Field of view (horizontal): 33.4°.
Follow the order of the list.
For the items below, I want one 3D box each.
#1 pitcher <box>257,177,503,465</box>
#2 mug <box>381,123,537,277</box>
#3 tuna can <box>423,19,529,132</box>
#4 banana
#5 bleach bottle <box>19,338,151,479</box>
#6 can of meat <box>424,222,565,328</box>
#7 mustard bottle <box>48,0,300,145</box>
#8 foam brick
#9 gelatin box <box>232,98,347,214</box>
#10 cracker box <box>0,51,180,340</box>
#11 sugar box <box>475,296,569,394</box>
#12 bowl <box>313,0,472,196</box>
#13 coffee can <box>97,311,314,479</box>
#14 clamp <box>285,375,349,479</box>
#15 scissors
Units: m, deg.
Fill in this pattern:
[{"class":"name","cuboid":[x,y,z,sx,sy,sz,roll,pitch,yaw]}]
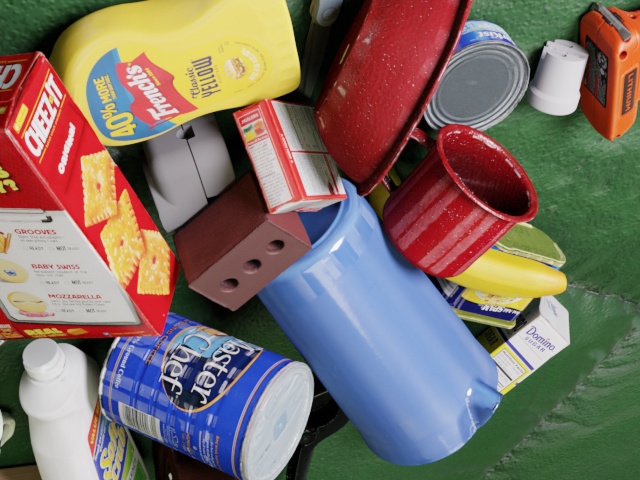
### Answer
[{"class":"pitcher","cuboid":[0.030,0.064,0.871,0.149,0.145,0.242,-29,125,12]},{"class":"mug","cuboid":[0.091,-0.034,0.793,0.117,0.093,0.082,40,126,-2]},{"class":"tuna can","cuboid":[0.110,-0.121,0.796,0.086,0.034,0.086,-13,138,-12]},{"class":"banana","cuboid":[0.109,0.002,0.875,0.197,0.037,0.070,34,136,-15]},{"class":"bleach bottle","cuboid":[-0.206,0.177,0.910,0.068,0.102,0.251,5,139,12]},{"class":"can of meat","cuboid":[0.156,0.026,0.956,0.101,0.057,0.084,14,125,-35]},{"class":"mustard bottle","cuboid":[-0.112,-0.109,0.685,0.191,0.058,0.096,-19,144,-5]},{"class":"foam brick","cuboid":[-0.055,0.001,0.748,0.078,0.051,0.053,-40,137,16]},{"class":"gelatin box","cuboid":[-0.020,-0.057,0.740,0.030,0.073,0.089,-22,175,21]},{"class":"cracker box","cuboid":[-0.207,-0.018,0.685,0.164,0.072,0.213,-3,142,18]},{"class":"sugar box","cuboid":[0.160,0.123,1.034,0.048,0.093,0.176,45,109,-2]},{"class":"bowl","cuboid":[0.039,-0.112,0.708,0.055,0.162,0.162,25,124,-8]},{"class":"coffee can","cuboid":[-0.090,0.123,0.853,0.102,0.140,0.103,-48,148,-43]},{"class":"clamp","cuboid":[-0.031,0.184,1.048,0.120,0.039,0.172,11,122,-39]},{"class":"scissors","cuboid":[-0.009,-0.161,0.705,0.096,0.016,0.202,-2,136,-39]}]
